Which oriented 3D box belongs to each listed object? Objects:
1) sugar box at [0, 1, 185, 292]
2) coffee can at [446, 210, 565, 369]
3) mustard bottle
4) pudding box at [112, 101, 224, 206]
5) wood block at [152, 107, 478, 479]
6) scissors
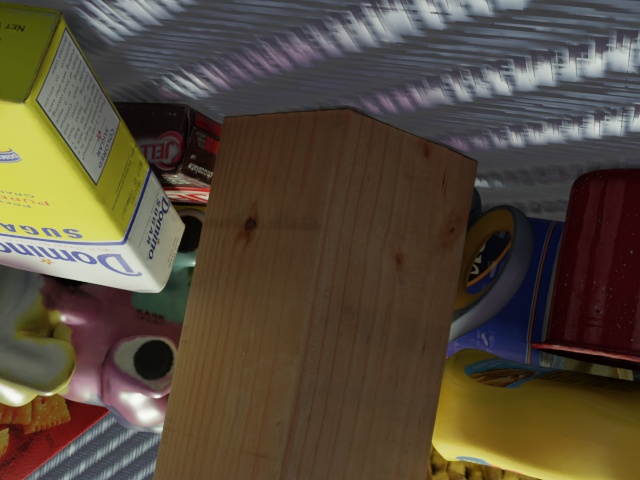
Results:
[{"bbox_3d":[-0.125,-0.033,0.448,0.093,0.048,0.176,10,155,14],"label":"sugar box"},{"bbox_3d":[0.074,0.030,0.624,0.140,0.103,0.102,9,173,18],"label":"coffee can"},{"bbox_3d":[0.111,0.087,0.510,0.192,0.058,0.096,6,-178,42],"label":"mustard bottle"},{"bbox_3d":[-0.092,-0.042,0.543,0.114,0.039,0.090,7,173,26],"label":"pudding box"},{"bbox_3d":[-0.005,0.053,0.485,0.090,0.206,0.091,16,172,-42],"label":"wood block"},{"bbox_3d":[0.050,0.062,0.506,0.016,0.201,0.096,23,165,-29],"label":"scissors"}]
